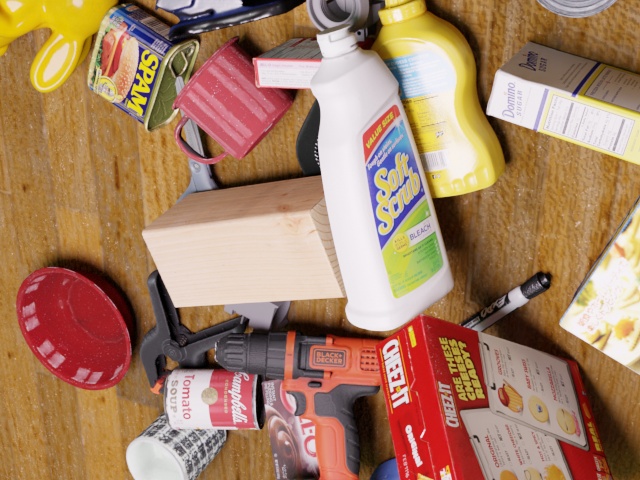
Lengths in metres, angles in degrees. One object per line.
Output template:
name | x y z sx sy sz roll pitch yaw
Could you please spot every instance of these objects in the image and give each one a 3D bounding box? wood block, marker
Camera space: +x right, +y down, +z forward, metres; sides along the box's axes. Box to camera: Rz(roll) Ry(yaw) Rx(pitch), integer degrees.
wood block | -0.056 0.001 1.024 0.206 0.090 0.091 -6 115 36
marker | 0.171 0.065 1.015 0.020 0.020 0.121 49 127 -2

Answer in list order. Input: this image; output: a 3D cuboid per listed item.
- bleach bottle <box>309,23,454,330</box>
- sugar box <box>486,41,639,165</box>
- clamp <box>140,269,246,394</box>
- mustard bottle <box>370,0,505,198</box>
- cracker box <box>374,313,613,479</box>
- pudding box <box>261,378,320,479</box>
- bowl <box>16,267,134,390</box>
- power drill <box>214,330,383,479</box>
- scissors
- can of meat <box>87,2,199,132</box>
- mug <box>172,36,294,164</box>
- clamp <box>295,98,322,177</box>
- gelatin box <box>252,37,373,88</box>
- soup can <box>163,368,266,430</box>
bleach bottle | 0.040 -0.056 0.908 0.068 0.102 0.251 8 122 51
sugar box | 0.231 -0.104 0.851 0.176 0.093 0.048 20 122 20
clamp | -0.150 0.117 1.205 0.120 0.039 0.172 28 132 12
mustard bottle | 0.092 -0.134 0.932 0.096 0.058 0.191 -6 112 38
cracker box | 0.155 0.169 0.927 0.213 0.164 0.072 18 138 -36
pudding box | -0.011 0.199 1.147 0.090 0.039 0.113 -14 83 34
bowl | -0.275 0.093 1.250 0.162 0.055 0.162 12 120 23
power drill | -0.021 0.185 1.081 0.184 0.057 0.187 3 83 3
scissors | -0.137 -0.070 1.103 0.096 0.016 0.201 -7 117 36
can of meat | -0.179 -0.174 1.061 0.084 0.057 0.102 34 125 13
mug | -0.087 -0.123 1.010 0.081 0.093 0.117 43 97 -3
clamp | 0.015 -0.051 1.030 0.165 0.036 0.210 0 116 30
gelatin box | -0.005 -0.159 0.963 0.089 0.073 0.030 5 116 26
soup can | -0.115 0.175 1.179 0.102 0.068 0.068 -1 115 8
